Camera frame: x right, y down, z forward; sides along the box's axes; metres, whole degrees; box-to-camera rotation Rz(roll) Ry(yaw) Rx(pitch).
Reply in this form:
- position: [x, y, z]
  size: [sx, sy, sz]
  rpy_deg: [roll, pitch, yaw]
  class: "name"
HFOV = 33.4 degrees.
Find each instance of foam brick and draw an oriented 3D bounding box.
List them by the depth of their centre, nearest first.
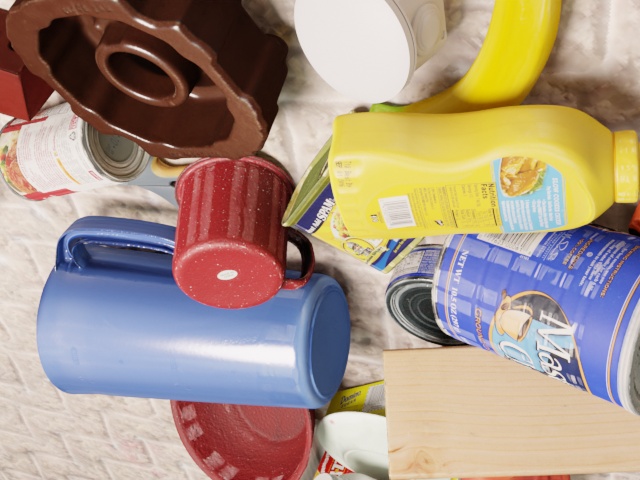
- position: [-0.233, -0.130, 0.767]
  size: [0.078, 0.053, 0.051]
  rpy_deg: [18, 144, 9]
  class: "foam brick"

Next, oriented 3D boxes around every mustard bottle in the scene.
- position: [0.106, -0.040, 0.621]
  size: [0.192, 0.058, 0.096]
  rpy_deg: [-2, 147, 15]
  class: "mustard bottle"

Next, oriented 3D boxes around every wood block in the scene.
- position: [0.152, 0.120, 0.756]
  size: [0.206, 0.091, 0.090]
  rpy_deg: [-4, 168, 8]
  class: "wood block"

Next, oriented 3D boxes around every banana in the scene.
- position: [0.093, -0.104, 0.622]
  size: [0.069, 0.037, 0.198]
  rpy_deg: [30, 144, -8]
  class: "banana"

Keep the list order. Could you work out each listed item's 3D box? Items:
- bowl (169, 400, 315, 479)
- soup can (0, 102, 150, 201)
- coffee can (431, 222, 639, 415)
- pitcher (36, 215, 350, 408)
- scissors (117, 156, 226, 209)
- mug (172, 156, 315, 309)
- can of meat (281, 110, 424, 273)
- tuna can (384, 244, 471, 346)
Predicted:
- position: [-0.062, 0.154, 0.991]
  size: [0.162, 0.055, 0.162]
  rpy_deg: [10, 109, 32]
  class: "bowl"
- position: [-0.186, -0.070, 0.803]
  size: [0.102, 0.068, 0.068]
  rpy_deg: [-8, 133, 36]
  class: "soup can"
- position: [0.157, 0.037, 0.674]
  size: [0.141, 0.102, 0.102]
  rpy_deg: [21, 149, 38]
  class: "coffee can"
- position: [-0.105, 0.066, 0.886]
  size: [0.243, 0.145, 0.149]
  rpy_deg: [3, 170, 22]
  class: "pitcher"
- position: [-0.142, -0.041, 0.858]
  size: [0.202, 0.016, 0.096]
  rpy_deg: [-8, 133, 38]
  class: "scissors"
- position: [-0.055, 0.001, 0.788]
  size: [0.117, 0.081, 0.093]
  rpy_deg: [26, 135, -27]
  class: "mug"
- position: [0.033, -0.030, 0.736]
  size: [0.084, 0.057, 0.102]
  rpy_deg: [28, 145, -9]
  class: "can of meat"
- position: [0.093, 0.044, 0.813]
  size: [0.086, 0.033, 0.086]
  rpy_deg: [16, 144, 12]
  class: "tuna can"
